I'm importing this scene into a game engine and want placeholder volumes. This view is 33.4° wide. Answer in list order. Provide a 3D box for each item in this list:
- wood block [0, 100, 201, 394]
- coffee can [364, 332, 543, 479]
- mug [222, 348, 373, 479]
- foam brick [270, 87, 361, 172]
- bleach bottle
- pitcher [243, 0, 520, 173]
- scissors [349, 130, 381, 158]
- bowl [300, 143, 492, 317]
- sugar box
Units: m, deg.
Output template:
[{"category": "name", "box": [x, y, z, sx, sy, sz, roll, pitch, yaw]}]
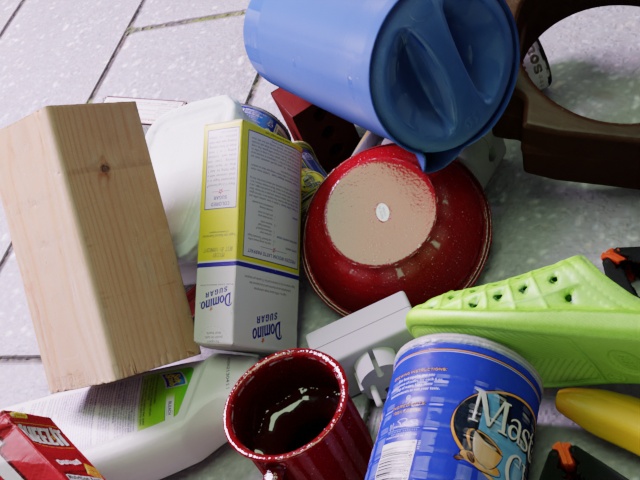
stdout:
[{"category": "wood block", "box": [-0.176, 0.005, 0.830, 0.090, 0.206, 0.090, -16, -3, 41]}, {"category": "coffee can", "box": [0.083, 0.146, 0.687, 0.103, 0.102, 0.140, -2, 48, 26]}, {"category": "mug", "box": [-0.014, 0.146, 0.752, 0.093, 0.081, 0.117, -5, 47, 23]}, {"category": "foam brick", "box": [-0.002, -0.112, 1.002, 0.053, 0.078, 0.051, -32, 41, -5]}, {"category": "bleach bottle", "box": [-0.136, 0.149, 0.829, 0.251, 0.068, 0.102, -16, 42, 10]}, {"category": "pitcher", "box": [0.035, -0.166, 0.854, 0.149, 0.144, 0.243, -55, 35, -3]}, {"category": "scissors", "box": [0.061, -0.116, 0.997, 0.016, 0.096, 0.201, 34, 39, -2]}, {"category": "bowl", "box": [0.053, -0.014, 0.850, 0.162, 0.055, 0.162, -5, 70, 15]}, {"category": "sugar box", "box": [-0.056, 0.001, 0.851, 0.048, 0.093, 0.176, -2, 79, 32]}]
